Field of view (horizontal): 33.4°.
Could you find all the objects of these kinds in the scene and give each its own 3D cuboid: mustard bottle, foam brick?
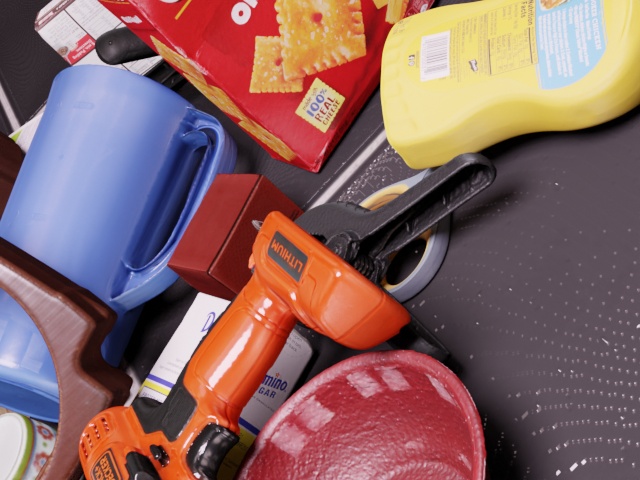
[{"bbox_3d":[0.130,-0.104,0.595,0.192,0.058,0.096,-13,55,28],"label":"mustard bottle"},{"bbox_3d":[-0.055,0.001,0.714,0.051,0.053,0.078,4,60,48],"label":"foam brick"}]

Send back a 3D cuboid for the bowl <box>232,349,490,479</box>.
[{"bbox_3d":[0.024,0.134,0.503,0.162,0.055,0.162,-31,37,27],"label":"bowl"}]

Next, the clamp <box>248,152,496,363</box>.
[{"bbox_3d":[0.021,0.021,0.602,0.172,0.039,0.120,-17,47,44],"label":"clamp"}]

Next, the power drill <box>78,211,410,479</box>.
[{"bbox_3d":[-0.042,0.086,0.522,0.187,0.057,0.185,-51,31,1],"label":"power drill"}]

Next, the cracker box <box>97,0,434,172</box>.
[{"bbox_3d":[-0.037,-0.174,0.715,0.164,0.213,0.072,-55,36,-8],"label":"cracker box"}]

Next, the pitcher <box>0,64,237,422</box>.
[{"bbox_3d":[-0.165,0.004,0.772,0.149,0.145,0.242,135,155,-63],"label":"pitcher"}]

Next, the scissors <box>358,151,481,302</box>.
[{"bbox_3d":[0.085,-0.036,0.631,0.202,0.016,0.096,-38,39,15],"label":"scissors"}]

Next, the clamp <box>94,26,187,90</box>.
[{"bbox_3d":[-0.074,-0.169,0.855,0.210,0.036,0.164,-24,-3,-7],"label":"clamp"}]

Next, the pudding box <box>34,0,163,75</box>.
[{"bbox_3d":[-0.189,-0.187,0.973,0.090,0.113,0.039,-33,36,20],"label":"pudding box"}]

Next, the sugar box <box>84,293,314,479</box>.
[{"bbox_3d":[-0.082,0.121,0.641,0.093,0.048,0.176,12,64,53],"label":"sugar box"}]
